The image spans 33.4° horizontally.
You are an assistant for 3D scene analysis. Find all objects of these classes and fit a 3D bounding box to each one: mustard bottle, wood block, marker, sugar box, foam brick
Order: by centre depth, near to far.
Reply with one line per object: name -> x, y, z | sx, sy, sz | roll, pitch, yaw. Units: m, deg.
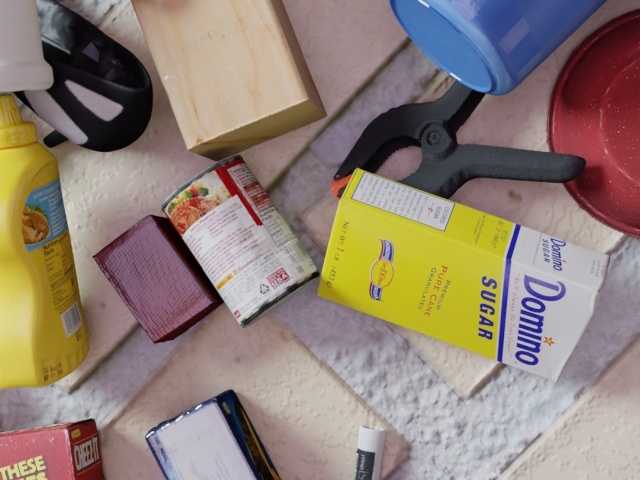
sugar box -> 0.092, 0.025, 0.713 | 0.176, 0.048, 0.093 | 21, 134, 9
mustard bottle -> -0.202, -0.003, 0.724 | 0.058, 0.096, 0.191 | -3, 104, 9
wood block -> -0.079, -0.169, 0.737 | 0.090, 0.090, 0.206 | -22, 87, 7
marker -> 0.030, 0.192, 0.751 | 0.020, 0.020, 0.121 | 7, 89, 7
foam brick -> -0.112, 0.028, 0.756 | 0.051, 0.053, 0.078 | -37, 84, 5

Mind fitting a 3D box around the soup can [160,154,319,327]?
soup can -> -0.055, 0.001, 0.742 | 0.068, 0.068, 0.102 | -35, 85, 5

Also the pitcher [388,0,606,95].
pitcher -> 0.163, -0.206, 0.666 | 0.145, 0.149, 0.243 | 43, 87, 1

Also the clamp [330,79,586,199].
clamp -> 0.086, -0.077, 0.736 | 0.172, 0.039, 0.120 | -15, 65, 15
